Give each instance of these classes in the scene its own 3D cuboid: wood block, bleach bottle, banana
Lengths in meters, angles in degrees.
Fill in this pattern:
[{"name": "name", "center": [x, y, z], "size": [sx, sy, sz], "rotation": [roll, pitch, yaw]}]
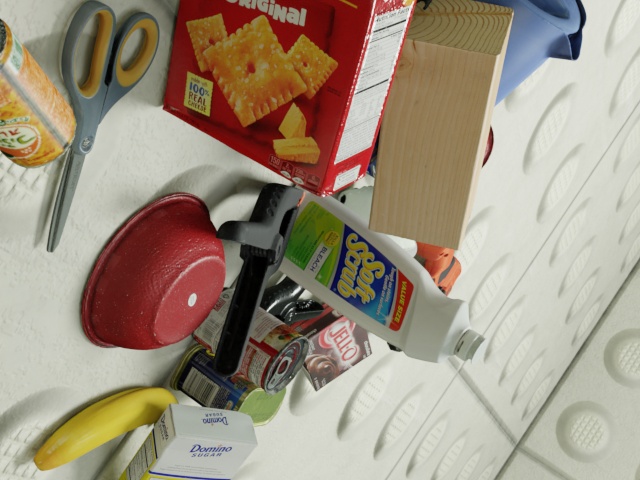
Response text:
[{"name": "wood block", "center": [0.105, -0.104, 0.955], "size": [0.090, 0.091, 0.206], "rotation": [-65, 165, -49]}, {"name": "bleach bottle", "center": [0.061, 0.040, 1.081], "size": [0.102, 0.251, 0.068], "rotation": [-58, 156, 1]}, {"name": "banana", "center": [-0.191, 0.175, 1.026], "size": [0.197, 0.037, 0.070], "rotation": [-2, 120, -62]}]

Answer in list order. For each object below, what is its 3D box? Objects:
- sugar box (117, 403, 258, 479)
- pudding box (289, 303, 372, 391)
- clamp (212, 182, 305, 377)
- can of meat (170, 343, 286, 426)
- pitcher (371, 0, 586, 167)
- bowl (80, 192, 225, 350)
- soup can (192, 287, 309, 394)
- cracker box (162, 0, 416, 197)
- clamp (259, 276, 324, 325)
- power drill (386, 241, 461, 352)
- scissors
[{"name": "sugar box", "center": [-0.144, 0.235, 1.080], "size": [0.093, 0.048, 0.176], "rotation": [13, 128, -30]}, {"name": "pudding box", "center": [0.012, 0.124, 1.314], "size": [0.090, 0.039, 0.113], "rotation": [-32, 145, -12]}, {"name": "clamp", "center": [-0.056, 0.001, 0.990], "size": [0.209, 0.036, 0.165], "rotation": [-66, 166, -46]}, {"name": "can of meat", "center": [-0.094, 0.154, 1.129], "size": [0.057, 0.084, 0.102], "rotation": [-61, 156, 9]}, {"name": "pitcher", "center": [0.122, -0.181, 1.035], "size": [0.144, 0.149, 0.243], "rotation": [24, 131, -25]}, {"name": "bowl", "center": [-0.135, 0.040, 0.950], "size": [0.162, 0.055, 0.162], "rotation": [-44, 153, -30]}, {"name": "soup can", "center": [-0.072, 0.101, 1.084], "size": [0.068, 0.102, 0.068], "rotation": [-43, 152, -30]}, {"name": "cracker box", "center": [-0.024, -0.161, 0.785], "size": [0.072, 0.164, 0.214], "rotation": [-32, 146, -48]}, {"name": "clamp", "center": [-0.043, 0.079, 1.194], "size": [0.171, 0.039, 0.120], "rotation": [-39, 145, -30]}, {"name": "power drill", "center": [0.148, 0.045, 1.476], "size": [0.184, 0.057, 0.188], "rotation": [-54, 161, -36]}, {"name": "scissors", "center": [-0.162, -0.087, 0.792], "size": [0.096, 0.016, 0.202], "rotation": [-33, 146, -44]}]
